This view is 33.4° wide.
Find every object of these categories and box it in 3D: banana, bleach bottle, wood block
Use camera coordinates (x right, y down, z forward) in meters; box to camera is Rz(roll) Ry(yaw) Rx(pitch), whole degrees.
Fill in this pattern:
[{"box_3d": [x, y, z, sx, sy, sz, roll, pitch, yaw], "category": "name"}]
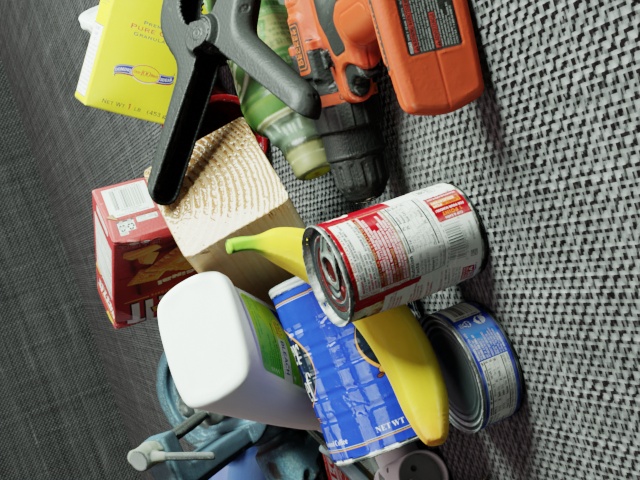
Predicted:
[{"box_3d": [0.025, 0.052, 0.727, 0.198, 0.069, 0.037, 42, 157, 12], "category": "banana"}, {"box_3d": [-0.028, 0.103, 0.877, 0.250, 0.068, 0.102, 28, -141, -58], "category": "bleach bottle"}, {"box_3d": [-0.056, 0.002, 0.884, 0.090, 0.091, 0.206, 60, 179, 28], "category": "wood block"}]

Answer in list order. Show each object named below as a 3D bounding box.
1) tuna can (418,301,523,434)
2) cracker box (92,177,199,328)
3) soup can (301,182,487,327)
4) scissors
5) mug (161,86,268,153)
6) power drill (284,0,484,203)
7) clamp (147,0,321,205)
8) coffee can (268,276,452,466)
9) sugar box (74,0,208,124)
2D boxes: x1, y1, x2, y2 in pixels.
[{"box_3d": [0.101, 0.085, 0.726, 0.086, 0.033, 0.086, 54, 155, 40], "category": "tuna can"}, {"box_3d": [-0.155, 0.005, 1.152, 0.214, 0.164, 0.072, 108, 141, -60], "category": "cracker box"}, {"box_3d": [0.048, 0.008, 0.692, 0.068, 0.102, 0.068, 54, 155, 40], "category": "soup can"}, {"box_3d": [0.013, 0.191, 0.971, 0.201, 0.016, 0.096, 46, 176, -6], "category": "scissors"}, {"box_3d": [-0.099, -0.098, 1.039, 0.117, 0.093, 0.082, 39, -177, -29], "category": "mug"}, {"box_3d": [0.033, -0.112, 0.688, 0.188, 0.057, 0.184, 6, 114, 69], "category": "power drill"}, {"box_3d": [-0.068, -0.144, 0.769, 0.165, 0.036, 0.210, -17, 68, 38], "category": "clamp"}, {"box_3d": [0.033, 0.085, 0.805, 0.140, 0.102, 0.103, 69, 161, 6], "category": "coffee can"}, {"box_3d": [-0.146, -0.196, 0.939, 0.048, 0.093, 0.176, 40, 116, 58], "category": "sugar box"}]
